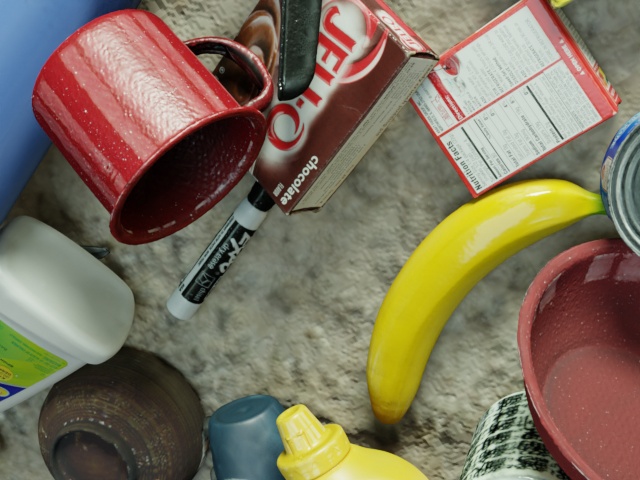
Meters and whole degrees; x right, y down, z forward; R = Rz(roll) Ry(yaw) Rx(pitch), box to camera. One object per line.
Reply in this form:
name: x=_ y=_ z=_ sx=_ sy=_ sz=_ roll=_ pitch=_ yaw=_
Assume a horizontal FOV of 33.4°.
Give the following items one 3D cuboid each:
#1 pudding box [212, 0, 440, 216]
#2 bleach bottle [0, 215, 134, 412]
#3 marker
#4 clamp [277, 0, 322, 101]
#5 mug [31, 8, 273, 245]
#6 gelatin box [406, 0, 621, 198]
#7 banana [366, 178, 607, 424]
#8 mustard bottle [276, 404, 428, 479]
pudding box: x=-0.005 y=-0.083 z=0.562 sx=0.090 sy=0.039 sz=0.114 roll=49 pitch=120 yaw=22
bleach bottle: x=-0.238 y=0.083 z=0.701 sx=0.102 sy=0.068 sz=0.251 roll=40 pitch=126 yaw=-23
marker: x=-0.054 y=0.001 z=0.636 sx=0.020 sy=0.020 sz=0.121 roll=39 pitch=116 yaw=1
clamp: x=-0.026 y=-0.166 z=0.509 sx=0.120 sy=0.039 sz=0.171 roll=27 pitch=84 yaw=-14
mug: x=-0.078 y=-0.064 z=0.529 sx=0.081 sy=0.117 sz=0.093 roll=49 pitch=158 yaw=16
gelatin box: x=0.097 y=-0.076 z=0.551 sx=0.089 sy=0.030 sz=0.073 roll=-32 pitch=98 yaw=28
banana: x=0.078 y=0.027 z=0.592 sx=0.069 sy=0.037 sz=0.198 roll=44 pitch=117 yaw=-1
mustard bottle: x=0.030 y=0.175 z=0.591 sx=0.096 sy=0.058 sz=0.191 roll=-27 pitch=99 yaw=15
